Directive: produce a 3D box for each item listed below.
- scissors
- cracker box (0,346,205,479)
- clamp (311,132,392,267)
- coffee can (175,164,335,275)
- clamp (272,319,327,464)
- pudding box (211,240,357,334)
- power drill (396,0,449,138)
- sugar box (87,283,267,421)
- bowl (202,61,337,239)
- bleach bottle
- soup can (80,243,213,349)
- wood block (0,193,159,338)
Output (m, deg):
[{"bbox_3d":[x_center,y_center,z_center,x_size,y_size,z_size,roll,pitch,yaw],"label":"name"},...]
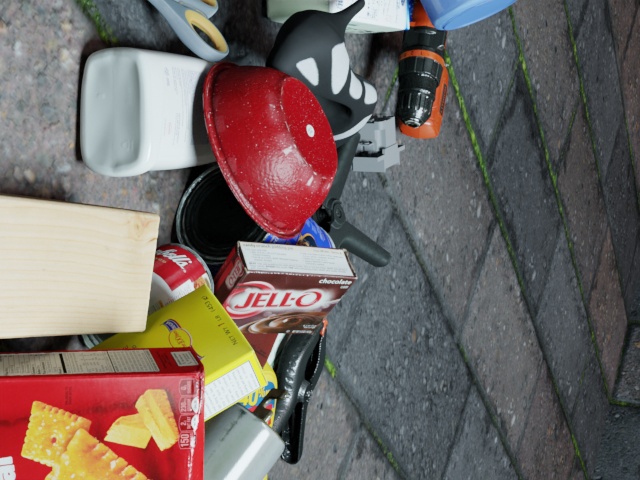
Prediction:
[{"bbox_3d":[-0.134,-0.190,0.849,0.096,0.016,0.201,62,25,9],"label":"scissors"},{"bbox_3d":[-0.182,0.157,0.682,0.213,0.072,0.164,0,99,-18],"label":"cracker box"},{"bbox_3d":[0.012,-0.020,1.174,0.209,0.036,0.164,-36,109,-53],"label":"clamp"},{"bbox_3d":[-0.057,0.001,0.997,0.140,0.103,0.103,46,56,-57],"label":"coffee can"},{"bbox_3d":[-0.027,0.168,1.157,0.171,0.039,0.120,-67,162,-12],"label":"clamp"},{"bbox_3d":[-0.038,0.043,0.932,0.113,0.090,0.039,2,52,-32],"label":"pudding box"},{"bbox_3d":[0.124,-0.193,1.288,0.187,0.057,0.184,80,21,-71],"label":"power drill"},{"bbox_3d":[-0.138,0.110,0.780,0.176,0.093,0.048,-28,131,-14],"label":"sugar box"},{"bbox_3d":[-0.032,-0.085,0.899,0.162,0.055,0.162,47,32,-42],"label":"bowl"},{"bbox_3d":[-0.105,-0.104,0.922,0.250,0.068,0.102,-5,97,-65],"label":"bleach bottle"},{"bbox_3d":[-0.144,0.052,0.877,0.102,0.069,0.068,-38,129,-54],"label":"soup can"},{"bbox_3d":[-0.208,0.014,0.716,0.205,0.090,0.091,5,92,-64],"label":"wood block"}]
